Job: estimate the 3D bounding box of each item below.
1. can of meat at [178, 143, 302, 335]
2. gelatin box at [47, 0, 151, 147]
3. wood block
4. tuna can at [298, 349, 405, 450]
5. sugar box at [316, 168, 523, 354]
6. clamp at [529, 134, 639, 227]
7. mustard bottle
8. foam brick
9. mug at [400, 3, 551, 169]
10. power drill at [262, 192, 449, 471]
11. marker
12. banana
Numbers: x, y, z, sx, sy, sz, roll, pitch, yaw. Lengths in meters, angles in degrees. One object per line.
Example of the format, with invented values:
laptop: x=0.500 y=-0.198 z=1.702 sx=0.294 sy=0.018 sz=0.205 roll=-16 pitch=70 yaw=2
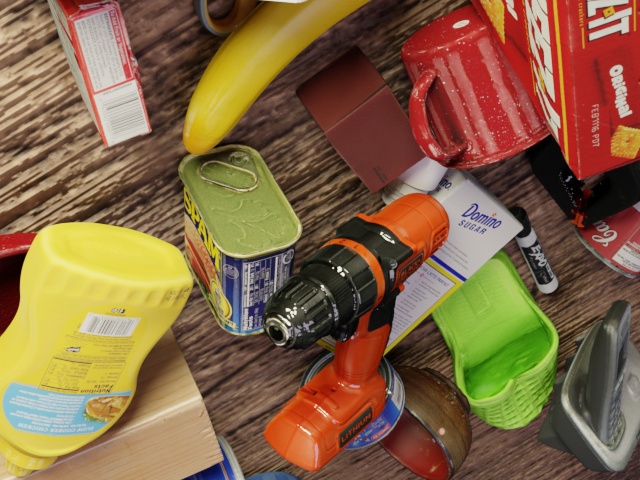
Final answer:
can of meat: x=-0.055 y=0.001 z=0.707 sx=0.057 sy=0.102 sz=0.084 roll=-15 pitch=139 yaw=-19
gelatin box: x=-0.123 y=-0.108 z=0.578 sx=0.030 sy=0.073 sz=0.089 roll=-21 pitch=137 yaw=-13
wood block: x=-0.187 y=0.148 z=0.780 sx=0.206 sy=0.090 sz=0.091 roll=-22 pitch=139 yaw=-11
tuna can: x=0.025 y=0.129 z=0.893 sx=0.086 sy=0.086 sz=0.033 roll=-32 pitch=138 yaw=1
sugar box: x=0.065 y=0.019 z=0.840 sx=0.176 sy=0.048 sz=0.093 roll=-45 pitch=136 yaw=10
clamp: x=0.195 y=-0.077 z=0.795 sx=0.210 sy=0.164 sz=0.036 roll=88 pitch=26 yaw=-64
mustard bottle: x=-0.158 y=0.079 z=0.666 sx=0.096 sy=0.058 sz=0.192 roll=9 pitch=125 yaw=-35
foam brick: x=0.029 y=-0.080 z=0.715 sx=0.053 sy=0.051 sz=0.078 roll=-35 pitch=139 yaw=6
mug: x=0.096 y=-0.098 z=0.688 sx=0.117 sy=0.093 sz=0.081 roll=-41 pitch=115 yaw=-31
power drill: x=0.013 y=0.071 z=0.739 sx=0.184 sy=0.057 sz=0.188 roll=-33 pitch=148 yaw=-44
marker: x=0.182 y=0.008 z=0.919 sx=0.020 sy=0.020 sz=0.121 roll=-34 pitch=139 yaw=3
banana: x=-0.011 y=-0.124 z=0.634 sx=0.198 sy=0.037 sz=0.069 roll=-36 pitch=142 yaw=3
